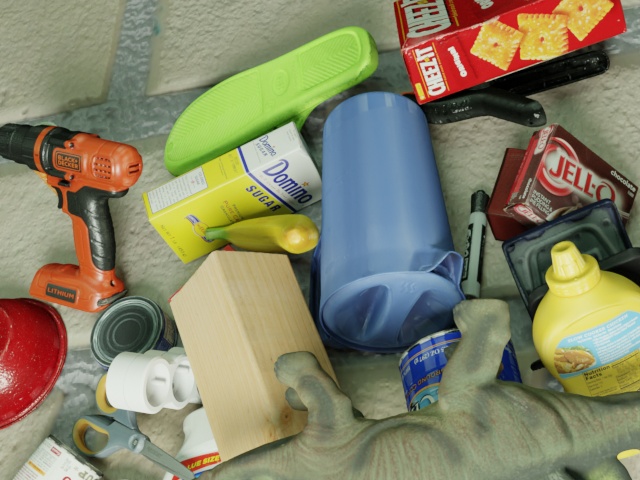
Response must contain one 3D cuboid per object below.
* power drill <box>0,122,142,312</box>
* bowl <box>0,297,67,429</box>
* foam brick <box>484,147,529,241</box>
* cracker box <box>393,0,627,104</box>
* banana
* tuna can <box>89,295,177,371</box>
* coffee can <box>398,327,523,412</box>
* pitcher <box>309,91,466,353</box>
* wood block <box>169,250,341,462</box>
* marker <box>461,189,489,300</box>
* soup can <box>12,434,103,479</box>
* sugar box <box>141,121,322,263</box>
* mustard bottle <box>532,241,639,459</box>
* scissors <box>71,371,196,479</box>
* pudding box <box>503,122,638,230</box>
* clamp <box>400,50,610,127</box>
[{"bbox_3d":[-0.271,-0.027,1.129,0.185,0.188,0.057,14,22,27],"label":"power drill"},{"bbox_3d":[-0.355,0.121,1.141,0.162,0.055,0.162,-11,56,16],"label":"bowl"},{"bbox_3d":[0.197,-0.041,1.023,0.051,0.053,0.078,9,64,27],"label":"foam brick"},{"bbox_3d":[0.187,-0.232,1.101,0.214,0.072,0.164,-18,27,10],"label":"cracker box"},{"bbox_3d":[-0.043,-0.003,1.038,0.069,0.037,0.198,-17,7,-28],"label":"banana"},{"bbox_3d":[-0.194,0.101,1.101,0.086,0.033,0.086,-11,56,16],"label":"tuna can"},{"bbox_3d":[0.127,0.158,0.892,0.103,0.102,0.140,-17,54,11],"label":"coffee can"},{"bbox_3d":[0.054,-0.018,1.030,0.149,0.145,0.243,-6,52,4],"label":"pitcher"},{"bbox_3d":[-0.052,0.119,0.961,0.091,0.090,0.206,-47,53,36],"label":"wood block"},{"bbox_3d":[0.150,0.003,1.034,0.020,0.020,0.121,-1,58,21],"label":"marker"},{"bbox_3d":[-0.264,0.245,1.016,0.069,0.068,0.102,27,71,33],"label":"soup can"},{"bbox_3d":[-0.086,-0.048,1.117,0.176,0.093,0.048,-24,54,7],"label":"sugar box"},{"bbox_3d":[0.222,0.083,0.846,0.096,0.191,0.058,-24,25,7],"label":"mustard bottle"},{"bbox_3d":[-0.171,0.172,1.010,0.202,0.016,0.096,-5,67,44],"label":"scissors"},{"bbox_3d":[0.229,-0.038,0.974,0.039,0.113,0.090,-15,45,58],"label":"pudding box"},{"bbox_3d":[0.167,-0.142,1.071,0.210,0.036,0.164,-4,23,33],"label":"clamp"}]
